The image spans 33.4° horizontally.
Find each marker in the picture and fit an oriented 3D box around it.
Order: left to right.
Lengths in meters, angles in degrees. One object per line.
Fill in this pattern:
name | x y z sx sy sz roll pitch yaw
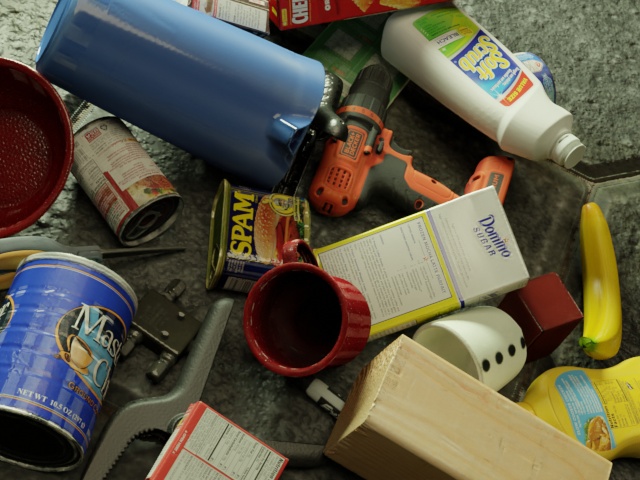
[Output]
marker | 0.017 0.145 0.926 0.121 0.020 0.020 38 55 9

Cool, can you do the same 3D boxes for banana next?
banana | 0.274 0.049 1.046 0.037 0.069 0.197 -5 42 18

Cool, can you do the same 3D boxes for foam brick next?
foam brick | 0.198 0.075 0.994 0.051 0.078 0.053 -16 63 -24

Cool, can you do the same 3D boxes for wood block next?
wood block | 0.120 0.179 0.876 0.206 0.091 0.090 32 55 -6

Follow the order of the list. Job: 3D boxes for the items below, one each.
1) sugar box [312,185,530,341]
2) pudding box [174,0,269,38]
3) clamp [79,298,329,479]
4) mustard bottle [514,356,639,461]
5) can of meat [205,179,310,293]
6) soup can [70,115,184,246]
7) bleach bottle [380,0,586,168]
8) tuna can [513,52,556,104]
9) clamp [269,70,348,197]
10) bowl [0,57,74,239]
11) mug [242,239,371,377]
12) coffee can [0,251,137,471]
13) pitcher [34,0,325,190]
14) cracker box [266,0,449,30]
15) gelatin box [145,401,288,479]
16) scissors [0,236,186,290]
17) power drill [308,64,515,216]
sugar box | 0.089 0.025 0.959 0.176 0.048 0.093 -19 76 1
pudding box | -0.115 -0.213 1.053 0.089 0.114 0.039 9 74 -31
clamp | -0.112 0.148 0.868 0.209 0.036 0.164 -23 76 -27
mustard bottle | 0.241 0.159 0.964 0.191 0.058 0.096 -4 57 -20
can of meat | -0.056 0.001 0.977 0.083 0.058 0.102 11 56 -14
soup can | -0.180 -0.054 0.967 0.068 0.069 0.102 -28 69 -31
bleach bottle | 0.176 -0.159 1.096 0.102 0.068 0.251 -26 54 -28
tuna can | 0.214 -0.159 1.150 0.033 0.086 0.086 -16 64 -28
clamp | -0.003 -0.118 1.039 0.039 0.120 0.171 30 47 -24
bowl | -0.286 -0.076 0.931 0.162 0.055 0.162 0 84 4
mug | -0.009 0.057 0.903 0.093 0.081 0.117 -18 78 19
coffee can | -0.213 0.094 0.836 0.102 0.103 0.140 18 54 -6
pitcher | -0.130 -0.153 0.980 0.242 0.149 0.145 23 58 -22
cracker box | 0.031 -0.299 1.140 0.213 0.072 0.164 -12 34 -15
gelatin box | -0.080 0.180 0.830 0.089 0.030 0.073 36 64 -11
scissors | -0.218 0.021 0.927 0.201 0.096 0.016 5 61 -52
power drill | 0.096 -0.079 1.073 0.187 0.057 0.184 21 62 0
